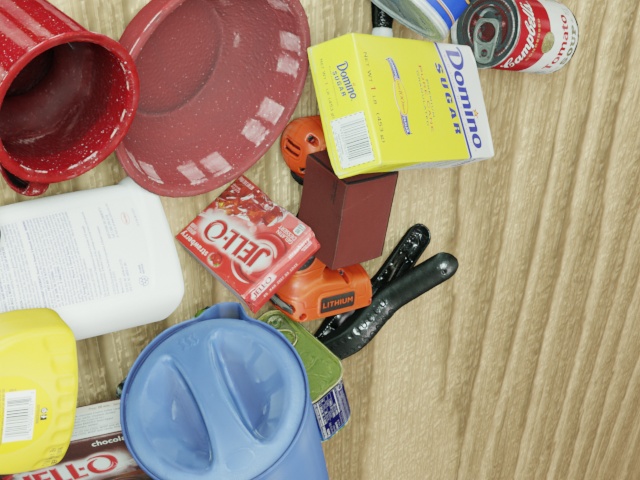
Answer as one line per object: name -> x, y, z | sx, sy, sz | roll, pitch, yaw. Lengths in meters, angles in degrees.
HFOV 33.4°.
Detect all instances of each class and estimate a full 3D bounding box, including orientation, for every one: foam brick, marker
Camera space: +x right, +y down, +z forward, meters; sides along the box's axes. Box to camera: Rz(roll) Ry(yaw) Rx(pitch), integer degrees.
foam brick -> 0.019, -0.026, 0.816 | 0.051, 0.053, 0.078 | -15, 129, -35
marker -> 0.047, -0.131, 0.824 | 0.020, 0.020, 0.121 | -1, 94, -48

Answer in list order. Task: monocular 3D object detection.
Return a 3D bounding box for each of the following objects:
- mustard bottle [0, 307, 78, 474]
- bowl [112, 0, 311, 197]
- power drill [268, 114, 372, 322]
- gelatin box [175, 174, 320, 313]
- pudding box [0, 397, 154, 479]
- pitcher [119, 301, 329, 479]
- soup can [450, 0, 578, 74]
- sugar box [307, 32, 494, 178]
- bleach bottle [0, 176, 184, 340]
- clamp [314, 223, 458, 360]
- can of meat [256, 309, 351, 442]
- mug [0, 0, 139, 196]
mustard bottle -> -0.233, 0.093, 0.585 | 0.191, 0.058, 0.096 | -5, 117, -35
bowl -> -0.083, -0.111, 0.704 | 0.161, 0.055, 0.162 | -31, 141, -30
power drill -> 0.029, -0.028, 0.912 | 0.184, 0.057, 0.188 | -9, 126, -39
gelatin box -> -0.055, 0.001, 0.812 | 0.073, 0.089, 0.030 | -44, 145, -9
pudding box -> -0.188, 0.169, 0.826 | 0.113, 0.039, 0.090 | -13, 138, -6
pitcher -> -0.060, 0.173, 0.828 | 0.149, 0.145, 0.243 | -42, 153, -15
soup can -> 0.169, -0.179, 0.920 | 0.102, 0.069, 0.069 | -5, 125, -47
sugar box -> 0.065, -0.099, 0.781 | 0.175, 0.048, 0.093 | -11, 89, -52
bleach bottle -> -0.215, 0.023, 0.661 | 0.250, 0.102, 0.068 | -9, 161, -33
clamp -> 0.057, 0.056, 0.986 | 0.039, 0.120, 0.171 | 42, 87, -11
can of meat -> -0.021, 0.124, 0.957 | 0.057, 0.102, 0.084 | -39, 146, -18
mug -> -0.167, -0.082, 0.615 | 0.093, 0.082, 0.117 | -15, 132, -41
